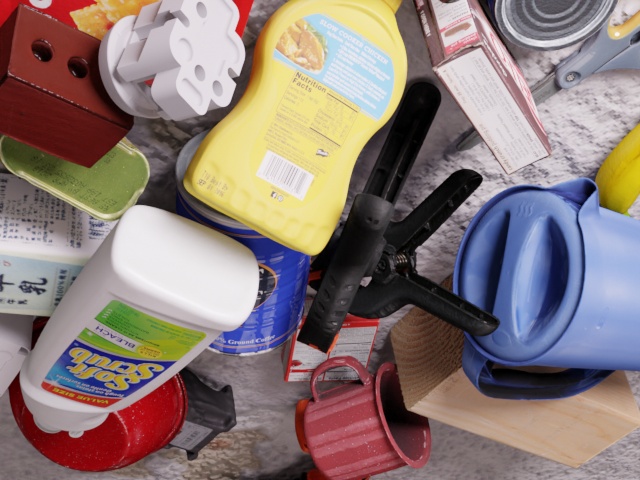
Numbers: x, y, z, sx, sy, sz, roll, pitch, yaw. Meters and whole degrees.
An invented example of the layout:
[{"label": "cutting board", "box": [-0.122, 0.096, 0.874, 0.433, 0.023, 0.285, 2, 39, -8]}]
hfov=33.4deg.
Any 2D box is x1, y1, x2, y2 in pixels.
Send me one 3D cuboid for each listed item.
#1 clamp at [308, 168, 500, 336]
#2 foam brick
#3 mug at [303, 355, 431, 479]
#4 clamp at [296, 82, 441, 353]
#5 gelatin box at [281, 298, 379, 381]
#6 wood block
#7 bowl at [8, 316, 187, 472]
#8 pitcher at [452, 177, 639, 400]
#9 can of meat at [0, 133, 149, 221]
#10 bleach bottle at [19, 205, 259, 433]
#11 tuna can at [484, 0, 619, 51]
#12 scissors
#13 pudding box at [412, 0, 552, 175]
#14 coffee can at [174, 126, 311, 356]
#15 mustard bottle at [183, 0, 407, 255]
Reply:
[{"label": "clamp", "box": [0.060, 0.008, 0.810, 0.172, 0.120, 0.039, 1, 174, 38]}, {"label": "foam brick", "box": [-0.149, -0.085, 0.602, 0.078, 0.053, 0.051, 22, 141, -34]}, {"label": "mug", "box": [0.033, 0.152, 0.920, 0.082, 0.093, 0.117, -23, 108, 25]}, {"label": "clamp", "box": [0.024, 0.007, 0.736, 0.036, 0.164, 0.210, 25, 122, 3]}, {"label": "gelatin box", "box": [0.007, 0.087, 0.924, 0.073, 0.030, 0.089, 0, 138, -10]}, {"label": "wood block", "box": [0.173, 0.120, 0.943, 0.205, 0.091, 0.090, 23, 128, -30]}, {"label": "bowl", "box": [-0.195, 0.140, 0.888, 0.162, 0.055, 0.162, 5, 123, 8]}, {"label": "pitcher", "box": [0.228, 0.051, 0.838, 0.242, 0.145, 0.149, 11, 161, -34]}, {"label": "can of meat", "box": [-0.167, -0.062, 0.688, 0.102, 0.084, 0.057, 31, 95, -34]}, {"label": "bleach bottle", "box": [-0.143, 0.076, 0.750, 0.102, 0.068, 0.251, 24, 138, -18]}, {"label": "tuna can", "box": [0.148, -0.164, 0.685, 0.086, 0.034, 0.086, -5, 136, -5]}, {"label": "scissors", "box": [0.195, -0.116, 0.756, 0.096, 0.016, 0.202, 21, 129, -28]}, {"label": "pudding box", "box": [0.105, -0.110, 0.693, 0.039, 0.090, 0.113, -29, 133, 20]}, {"label": "coffee can", "box": [-0.055, 0.001, 0.771, 0.102, 0.103, 0.140, 0, 136, -10]}, {"label": "mustard bottle", "box": [-0.001, -0.094, 0.660, 0.096, 0.058, 0.191, 29, 87, -17]}]
